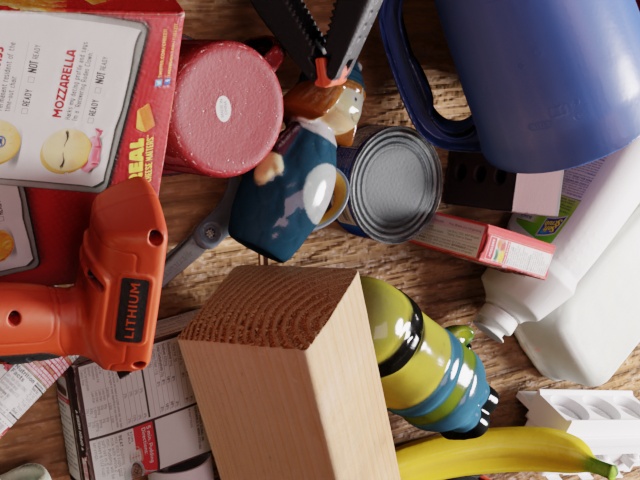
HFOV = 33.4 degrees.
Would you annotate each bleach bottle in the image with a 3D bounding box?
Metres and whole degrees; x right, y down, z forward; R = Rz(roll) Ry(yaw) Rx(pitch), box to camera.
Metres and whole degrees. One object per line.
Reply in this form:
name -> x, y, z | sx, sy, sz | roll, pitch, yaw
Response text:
bleach bottle -> 0.200, -0.029, 0.860 | 0.068, 0.103, 0.251 | 40, 81, -28

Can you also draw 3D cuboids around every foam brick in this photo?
foam brick -> 0.140, -0.049, 0.815 | 0.051, 0.078, 0.053 | 4, 94, -35

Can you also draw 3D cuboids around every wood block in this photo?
wood block -> -0.011, 0.127, 0.699 | 0.090, 0.091, 0.206 | -54, 138, -51

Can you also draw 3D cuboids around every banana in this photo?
banana -> 0.127, 0.170, 0.838 | 0.197, 0.069, 0.037 | -4, 91, -2

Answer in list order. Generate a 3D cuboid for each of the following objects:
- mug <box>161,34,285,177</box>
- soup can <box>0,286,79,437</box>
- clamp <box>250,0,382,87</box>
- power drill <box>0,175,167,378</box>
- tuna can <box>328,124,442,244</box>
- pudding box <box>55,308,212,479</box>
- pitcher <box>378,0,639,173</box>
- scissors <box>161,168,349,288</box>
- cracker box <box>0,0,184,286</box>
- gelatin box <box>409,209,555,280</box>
mug -> -0.068, -0.089, 0.660 | 0.117, 0.082, 0.093 | -41, 118, -23
soup can -> -0.187, 0.069, 0.614 | 0.102, 0.069, 0.068 | -48, 121, -18
clamp -> 0.001, -0.199, 0.633 | 0.036, 0.165, 0.210 | -28, 105, -63
power drill -> -0.172, 0.013, 0.514 | 0.187, 0.057, 0.185 | -4, 132, -21
tuna can -> 0.046, -0.042, 0.778 | 0.085, 0.034, 0.086 | -7, 102, -34
pudding box -> -0.111, 0.102, 0.692 | 0.113, 0.039, 0.090 | -15, 106, -35
pitcher -> 0.121, -0.171, 0.697 | 0.149, 0.145, 0.242 | -36, 118, -18
scissors -> -0.055, 0.001, 0.712 | 0.096, 0.016, 0.201 | 35, 77, -12
cracker box -> -0.188, -0.056, 0.540 | 0.213, 0.072, 0.164 | -4, 126, -25
gelatin box -> 0.118, 0.003, 0.801 | 0.073, 0.089, 0.030 | 16, 90, -36
